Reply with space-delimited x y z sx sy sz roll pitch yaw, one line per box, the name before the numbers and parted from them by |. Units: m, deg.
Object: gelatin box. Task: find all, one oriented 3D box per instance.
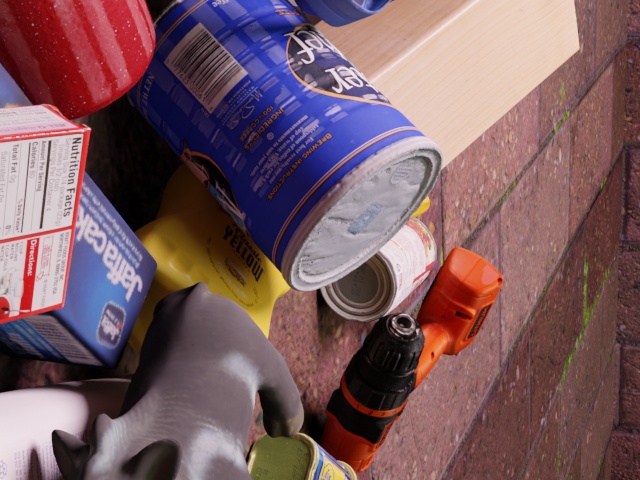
gelatin box | -0.125 -0.006 0.361 0.089 0.030 0.073 -15 126 -47

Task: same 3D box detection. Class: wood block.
wood block | 0.069 -0.118 0.685 0.205 0.090 0.091 -41 131 -30

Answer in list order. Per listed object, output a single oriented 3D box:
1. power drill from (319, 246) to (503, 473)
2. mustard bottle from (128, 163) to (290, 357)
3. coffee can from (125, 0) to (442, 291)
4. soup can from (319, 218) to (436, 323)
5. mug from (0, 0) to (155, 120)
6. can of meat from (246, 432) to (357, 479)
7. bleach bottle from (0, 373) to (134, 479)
power drill | 0.076 0.084 0.862 0.187 0.057 0.185 -40 161 -40
mustard bottle | -0.054 0.001 0.614 0.096 0.058 0.191 52 27 -17
coffee can | -0.020 -0.058 0.558 0.102 0.140 0.103 -37 160 -16
soup can | 0.048 0.021 0.875 0.102 0.069 0.068 -32 123 -62
mug | -0.120 -0.110 0.440 0.081 0.093 0.117 75 -7 -49
can of meat | -0.020 0.194 0.764 0.084 0.058 0.102 53 47 -56
bleach bottle | -0.118 0.119 0.507 0.250 0.068 0.102 6 89 -70
